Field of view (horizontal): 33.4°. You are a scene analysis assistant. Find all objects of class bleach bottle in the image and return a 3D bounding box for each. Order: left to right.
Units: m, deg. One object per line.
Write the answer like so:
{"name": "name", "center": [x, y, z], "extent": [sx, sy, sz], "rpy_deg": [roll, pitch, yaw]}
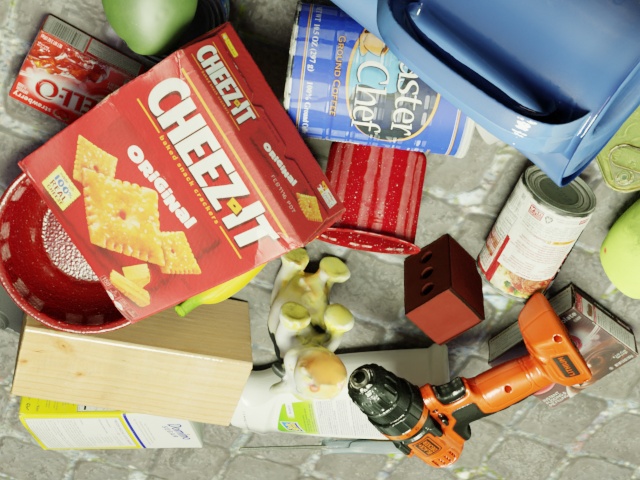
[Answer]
{"name": "bleach bottle", "center": [0.003, 0.154, 1.073], "extent": [0.251, 0.068, 0.102], "rpy_deg": [-1, 131, 9]}

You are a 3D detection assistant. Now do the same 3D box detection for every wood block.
{"name": "wood block", "center": [-0.176, 0.101, 1.003], "extent": [0.205, 0.091, 0.090], "rpy_deg": [11, 127, -16]}

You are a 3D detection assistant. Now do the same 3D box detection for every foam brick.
{"name": "foam brick", "center": [0.111, 0.044, 0.960], "extent": [0.053, 0.078, 0.051], "rpy_deg": [-35, 119, 26]}

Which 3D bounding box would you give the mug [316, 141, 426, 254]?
{"name": "mug", "center": [0.046, -0.035, 0.888], "extent": [0.093, 0.081, 0.117], "rpy_deg": [6, 171, 22]}

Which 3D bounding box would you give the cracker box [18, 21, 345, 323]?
{"name": "cracker box", "center": [-0.112, -0.042, 0.815], "extent": [0.214, 0.072, 0.164], "rpy_deg": [-24, 103, 41]}

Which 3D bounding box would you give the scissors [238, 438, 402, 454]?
{"name": "scissors", "center": [0.018, 0.213, 1.105], "extent": [0.201, 0.016, 0.096], "rpy_deg": [0, 172, -2]}

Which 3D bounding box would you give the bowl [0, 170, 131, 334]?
{"name": "bowl", "center": [-0.203, -0.002, 0.939], "extent": [0.162, 0.055, 0.162], "rpy_deg": [-1, 99, -6]}

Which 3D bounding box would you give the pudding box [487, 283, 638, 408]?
{"name": "pudding box", "center": [0.230, 0.103, 1.023], "extent": [0.090, 0.039, 0.114], "rpy_deg": [34, 125, -21]}

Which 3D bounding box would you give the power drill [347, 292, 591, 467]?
{"name": "power drill", "center": [0.132, 0.122, 0.940], "extent": [0.188, 0.057, 0.184], "rpy_deg": [-30, 142, 13]}

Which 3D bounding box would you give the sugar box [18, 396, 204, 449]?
{"name": "sugar box", "center": [-0.215, 0.183, 1.116], "extent": [0.176, 0.048, 0.093], "rpy_deg": [-3, 147, 4]}

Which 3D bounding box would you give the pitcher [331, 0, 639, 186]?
{"name": "pitcher", "center": [0.101, -0.151, 0.697], "extent": [0.243, 0.149, 0.145], "rpy_deg": [38, 89, 15]}

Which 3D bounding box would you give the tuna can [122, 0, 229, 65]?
{"name": "tuna can", "center": [-0.113, -0.177, 0.823], "extent": [0.086, 0.033, 0.086], "rpy_deg": [3, 130, 3]}

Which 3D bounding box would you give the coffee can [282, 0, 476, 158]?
{"name": "coffee can", "center": [0.046, -0.122, 0.810], "extent": [0.140, 0.102, 0.103], "rpy_deg": [7, 130, 0]}

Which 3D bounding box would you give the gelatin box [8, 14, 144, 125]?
{"name": "gelatin box", "center": [-0.198, -0.130, 0.873], "extent": [0.089, 0.030, 0.073], "rpy_deg": [27, 127, -17]}

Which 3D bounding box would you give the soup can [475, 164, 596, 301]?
{"name": "soup can", "center": [0.184, -0.007, 0.917], "extent": [0.068, 0.068, 0.102], "rpy_deg": [16, 129, -8]}
